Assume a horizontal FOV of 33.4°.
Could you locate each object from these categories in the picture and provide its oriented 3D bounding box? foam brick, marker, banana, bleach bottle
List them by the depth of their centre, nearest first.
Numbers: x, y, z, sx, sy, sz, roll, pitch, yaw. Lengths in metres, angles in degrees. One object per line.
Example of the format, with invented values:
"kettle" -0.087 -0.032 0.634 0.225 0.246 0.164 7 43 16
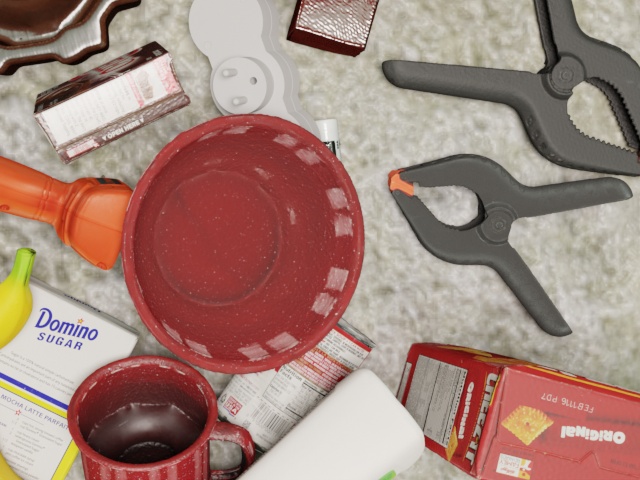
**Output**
"bleach bottle" -0.051 0.182 0.650 0.250 0.102 0.068 -38 76 -11
"banana" -0.264 0.053 0.684 0.198 0.037 0.069 -10 92 9
"foam brick" 0.013 -0.169 0.726 0.051 0.053 0.078 16 92 -8
"marker" 0.009 -0.025 0.751 0.020 0.020 0.121 -8 95 -7

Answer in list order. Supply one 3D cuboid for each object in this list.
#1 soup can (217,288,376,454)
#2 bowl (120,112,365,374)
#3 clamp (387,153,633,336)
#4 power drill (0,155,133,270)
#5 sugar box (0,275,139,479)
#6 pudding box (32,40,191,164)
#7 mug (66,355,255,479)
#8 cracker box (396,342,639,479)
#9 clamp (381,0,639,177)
"soup can" -0.018 0.093 0.731 0.068 0.068 0.102 35 89 -8
"bowl" -0.054 0.001 0.676 0.161 0.055 0.162 -2 96 -26
"clamp" 0.126 -0.002 0.758 0.171 0.039 0.120 13 92 0
"power drill" -0.210 -0.039 0.651 0.187 0.185 0.057 21 92 -18
"sugar box" -0.203 0.120 0.722 0.093 0.048 0.176 28 86 -7
"pudding box" -0.134 -0.091 0.682 0.090 0.113 0.039 -27 110 -6
"mug" -0.100 0.136 0.688 0.117 0.093 0.081 2 131 -2
"cracker box" 0.151 0.118 0.679 0.164 0.214 0.072 14 86 -8
"clamp" 0.157 -0.111 0.755 0.164 0.036 0.210 -42 98 -3
